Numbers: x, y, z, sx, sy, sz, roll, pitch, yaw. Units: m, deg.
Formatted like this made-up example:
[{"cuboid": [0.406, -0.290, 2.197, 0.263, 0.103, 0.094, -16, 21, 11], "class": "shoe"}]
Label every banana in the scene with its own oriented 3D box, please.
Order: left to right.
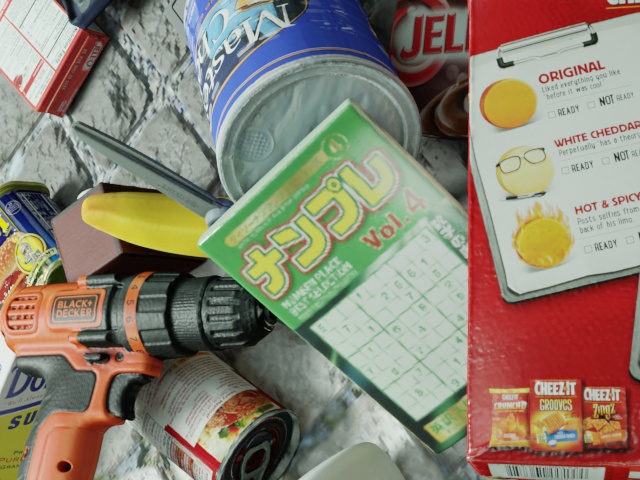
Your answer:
[{"cuboid": [-0.040, -0.014, 0.630, 0.198, 0.069, 0.037, -3, 60, 17], "class": "banana"}]

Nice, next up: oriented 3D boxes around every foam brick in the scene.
[{"cuboid": [-0.125, 0.000, 0.695, 0.051, 0.078, 0.053, -33, 67, 30], "class": "foam brick"}]

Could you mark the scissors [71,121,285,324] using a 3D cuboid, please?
[{"cuboid": [-0.054, 0.001, 0.600, 0.096, 0.201, 0.016, 127, 158, -46], "class": "scissors"}]

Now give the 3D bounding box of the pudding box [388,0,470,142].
[{"cuboid": [0.089, -0.097, 0.573, 0.114, 0.039, 0.090, 11, 93, 35], "class": "pudding box"}]

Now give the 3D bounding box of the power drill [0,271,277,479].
[{"cuboid": [-0.113, 0.108, 0.605, 0.185, 0.057, 0.187, -5, 68, 28], "class": "power drill"}]

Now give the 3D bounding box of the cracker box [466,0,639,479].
[{"cuboid": [0.147, -0.006, 0.455, 0.164, 0.072, 0.213, -2, 70, 13], "class": "cracker box"}]

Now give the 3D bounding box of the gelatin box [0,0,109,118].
[{"cuboid": [-0.204, -0.146, 0.789, 0.089, 0.030, 0.073, 45, 111, 28], "class": "gelatin box"}]

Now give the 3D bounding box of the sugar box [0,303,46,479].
[{"cuboid": [-0.211, 0.128, 0.737, 0.048, 0.093, 0.176, 37, 108, 30], "class": "sugar box"}]

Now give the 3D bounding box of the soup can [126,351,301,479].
[{"cuboid": [-0.071, 0.107, 0.656, 0.102, 0.068, 0.068, 31, 105, 33], "class": "soup can"}]

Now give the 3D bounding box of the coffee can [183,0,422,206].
[{"cuboid": [-0.014, -0.087, 0.573, 0.103, 0.102, 0.140, -47, 36, 23], "class": "coffee can"}]

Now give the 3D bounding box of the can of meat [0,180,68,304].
[{"cuboid": [-0.212, 0.023, 0.768, 0.084, 0.057, 0.102, 45, 112, 25], "class": "can of meat"}]
